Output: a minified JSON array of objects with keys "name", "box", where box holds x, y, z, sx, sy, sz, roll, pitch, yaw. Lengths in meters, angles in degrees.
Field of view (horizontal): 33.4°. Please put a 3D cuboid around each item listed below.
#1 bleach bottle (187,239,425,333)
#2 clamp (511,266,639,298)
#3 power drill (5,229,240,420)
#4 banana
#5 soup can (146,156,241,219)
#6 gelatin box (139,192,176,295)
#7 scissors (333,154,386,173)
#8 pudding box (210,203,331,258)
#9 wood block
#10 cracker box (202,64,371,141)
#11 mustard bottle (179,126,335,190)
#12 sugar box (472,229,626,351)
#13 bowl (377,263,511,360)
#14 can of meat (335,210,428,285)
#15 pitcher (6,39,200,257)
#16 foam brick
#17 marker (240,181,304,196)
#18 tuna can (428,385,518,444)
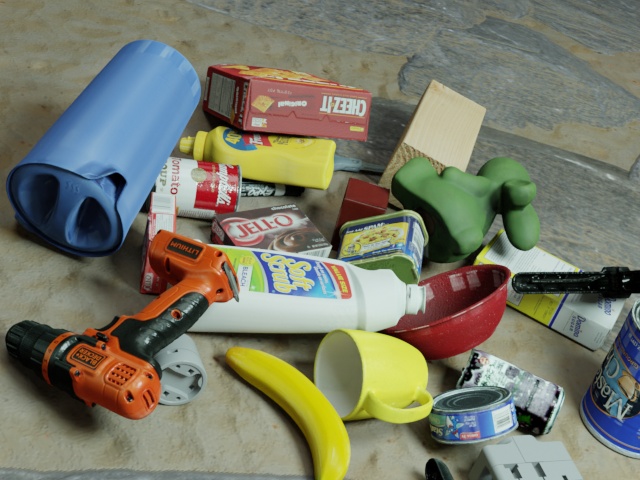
[{"name":"bleach bottle","box":[-0.018,0.051,1.101,0.251,0.068,0.102,2,38,2]},{"name":"clamp","box":[0.339,0.047,1.199,0.209,0.036,0.165,2,-3,-44]},{"name":"power drill","box":[-0.180,0.072,0.998,0.185,0.057,0.187,19,53,33]},{"name":"banana","box":[-0.022,0.164,1.017,0.069,0.037,0.198,-6,41,-31]},{"name":"soup can","box":[-0.149,-0.061,1.250,0.102,0.069,0.068,6,36,-15]},{"name":"gelatin box","box":[-0.175,0.003,1.144,0.030,0.073,0.089,8,36,-12]},{"name":"scissors","box":[0.029,-0.112,1.443,0.201,0.016,0.096,-2,34,-34]},{"name":"pudding box","box":[-0.058,0.002,1.226,0.113,0.039,0.090,-8,41,-32]},{"name":"wood block","box":[0.150,-0.122,1.435,0.091,0.090,0.206,28,35,0]},{"name":"cracker box","box":[-0.048,-0.183,1.395,0.164,0.072,0.214,3,12,-21]},{"name":"mustard bottle","box":[-0.080,-0.106,1.325,0.191,0.058,0.096,8,24,5]},{"name":"sugar box","box":[0.273,0.058,1.286,0.176,0.048,0.093,31,36,13]},{"name":"bowl","box":[0.135,0.083,1.141,0.162,0.055,0.162,-22,12,5]},{"name":"can of meat","box":[0.067,0.018,1.216,0.102,0.057,0.084,-11,33,19]},{"name":"pitcher","box":[-0.232,-0.106,1.166,0.149,0.145,0.242,17,49,10]},{"name":"foam brick","box":[0.047,-0.027,1.277,0.053,0.078,0.051,17,36,0]},{"name":"marker","box":[-0.076,-0.064,1.328,0.120,0.020,0.020,-1,39,-25]},{"name":"tuna can","box":[0.148,0.170,1.045,0.086,0.034,0.086,-10,6,1]}]
